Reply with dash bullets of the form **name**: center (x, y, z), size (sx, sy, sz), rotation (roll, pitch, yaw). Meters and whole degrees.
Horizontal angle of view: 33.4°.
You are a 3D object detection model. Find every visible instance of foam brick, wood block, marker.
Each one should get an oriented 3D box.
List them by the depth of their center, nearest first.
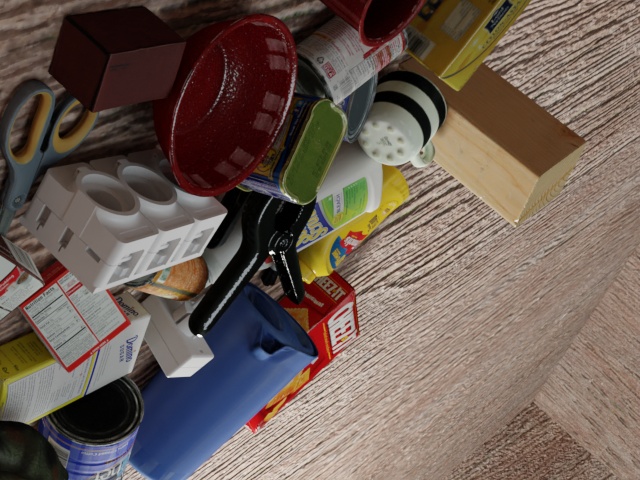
- **foam brick**: center (-0.148, -0.134, 0.785), size (0.078, 0.051, 0.053), rotation (-21, 146, -49)
- **wood block**: center (0.181, -0.125, 1.205), size (0.090, 0.206, 0.090), rotation (-33, 154, -33)
- **marker**: center (-0.041, 0.008, 1.271), size (0.020, 0.020, 0.121), rotation (-18, 144, -51)

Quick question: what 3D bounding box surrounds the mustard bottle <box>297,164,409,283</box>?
- **mustard bottle**: center (0.024, -0.014, 1.304), size (0.191, 0.058, 0.096), rotation (-45, 163, -6)

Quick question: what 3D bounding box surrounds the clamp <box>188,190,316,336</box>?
- **clamp**: center (-0.057, 0.001, 1.073), size (0.164, 0.036, 0.210), rotation (-23, 137, -45)

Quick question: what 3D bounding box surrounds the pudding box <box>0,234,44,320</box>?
- **pudding box**: center (-0.279, 0.031, 0.823), size (0.090, 0.039, 0.113), rotation (-39, 151, -1)

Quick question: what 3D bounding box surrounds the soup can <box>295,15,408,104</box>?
- **soup can**: center (0.024, -0.178, 1.008), size (0.102, 0.068, 0.068), rotation (-40, 157, -16)

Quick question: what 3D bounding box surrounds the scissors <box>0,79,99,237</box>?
- **scissors**: center (-0.224, -0.047, 0.841), size (0.096, 0.016, 0.202), rotation (-27, 151, -41)

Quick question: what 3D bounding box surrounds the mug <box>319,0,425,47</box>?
- **mug**: center (0.035, -0.231, 0.917), size (0.093, 0.081, 0.117), rotation (-50, 158, 8)

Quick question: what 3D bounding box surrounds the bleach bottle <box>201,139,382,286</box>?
- **bleach bottle**: center (-0.043, -0.017, 1.166), size (0.250, 0.068, 0.102), rotation (-35, 150, -24)

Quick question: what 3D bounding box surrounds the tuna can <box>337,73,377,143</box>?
- **tuna can**: center (0.028, -0.144, 1.078), size (0.086, 0.034, 0.086), rotation (18, 90, -76)

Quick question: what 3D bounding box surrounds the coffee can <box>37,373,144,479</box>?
- **coffee can**: center (-0.249, 0.213, 1.123), size (0.102, 0.103, 0.140), rotation (-27, 150, -42)

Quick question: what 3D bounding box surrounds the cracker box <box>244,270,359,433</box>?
- **cracker box**: center (-0.043, 0.150, 1.440), size (0.213, 0.072, 0.164), rotation (-42, 158, -15)

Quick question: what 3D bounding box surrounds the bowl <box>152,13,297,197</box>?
- **bowl**: center (-0.089, -0.120, 0.889), size (0.161, 0.055, 0.162), rotation (-42, 148, -35)

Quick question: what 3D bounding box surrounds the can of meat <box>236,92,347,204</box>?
- **can of meat**: center (-0.033, -0.089, 0.984), size (0.057, 0.084, 0.102), rotation (30, 82, -47)

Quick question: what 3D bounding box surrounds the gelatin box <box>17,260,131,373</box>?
- **gelatin box**: center (-0.224, 0.063, 0.960), size (0.073, 0.030, 0.089), rotation (-40, 125, -19)

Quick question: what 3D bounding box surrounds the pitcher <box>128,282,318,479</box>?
- **pitcher**: center (-0.128, 0.168, 1.262), size (0.243, 0.145, 0.149), rotation (-47, 147, 8)

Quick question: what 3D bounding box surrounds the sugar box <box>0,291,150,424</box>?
- **sugar box**: center (-0.252, 0.120, 1.036), size (0.175, 0.048, 0.093), rotation (-28, 151, -46)
